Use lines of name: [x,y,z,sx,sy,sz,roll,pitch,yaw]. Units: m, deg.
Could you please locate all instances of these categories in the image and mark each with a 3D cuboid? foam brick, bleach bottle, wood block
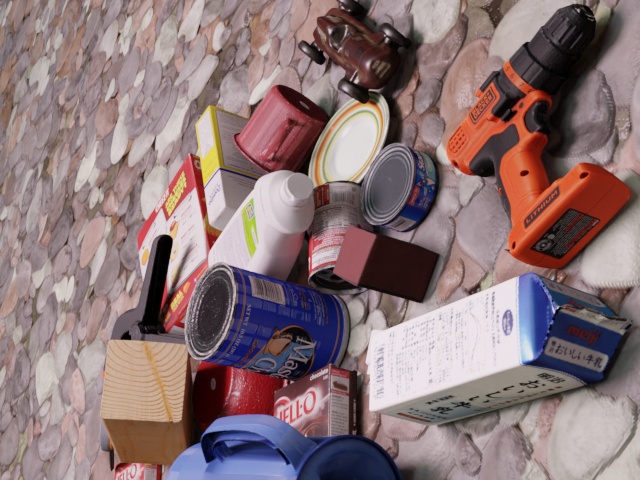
foam brick: [0.062,0.022,1.021,0.053,0.078,0.051,26,99,59]
bleach bottle: [-0.058,0.001,1.151,0.251,0.068,0.102,130,126,-61]
wood block: [-0.197,0.194,1.244,0.206,0.090,0.091,100,173,-65]

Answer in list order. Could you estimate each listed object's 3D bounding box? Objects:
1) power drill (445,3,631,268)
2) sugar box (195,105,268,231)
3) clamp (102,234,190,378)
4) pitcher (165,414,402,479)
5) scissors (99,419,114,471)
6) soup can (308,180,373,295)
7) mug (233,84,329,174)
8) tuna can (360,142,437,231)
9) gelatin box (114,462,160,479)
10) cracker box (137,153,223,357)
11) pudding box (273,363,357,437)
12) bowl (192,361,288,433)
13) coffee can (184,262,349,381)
power drill: [0.189,-0.084,0.894,0.185,0.057,0.187,-54,33,34]
sugar box: [-0.098,-0.080,1.310,0.048,0.093,0.176,-46,39,37]
clamp: [-0.214,0.103,1.316,0.210,0.036,0.164,-40,59,40]
pitcher: [-0.050,0.238,0.998,0.243,0.144,0.149,-10,76,51]
scissors: [-0.263,0.235,1.351,0.202,0.016,0.096,114,162,-71]
soup can: [0.021,-0.003,1.107,0.069,0.068,0.102,-34,47,46]
mug: [-0.044,-0.125,1.241,0.082,0.093,0.117,-54,2,20]
tuna can: [0.079,-0.052,1.073,0.086,0.033,0.086,-33,48,47]
gelatin box: [-0.242,0.320,1.398,0.089,0.030,0.073,-34,48,46]
cracker box: [-0.165,0.020,1.388,0.164,0.072,0.214,-52,36,31]
pudding box: [-0.007,0.185,1.085,0.114,0.039,0.090,-32,49,48]
bowl: [-0.102,0.171,1.228,0.162,0.055,0.162,-32,50,47]
coffee can: [-0.056,0.089,1.112,0.103,0.140,0.103,-33,49,47]
